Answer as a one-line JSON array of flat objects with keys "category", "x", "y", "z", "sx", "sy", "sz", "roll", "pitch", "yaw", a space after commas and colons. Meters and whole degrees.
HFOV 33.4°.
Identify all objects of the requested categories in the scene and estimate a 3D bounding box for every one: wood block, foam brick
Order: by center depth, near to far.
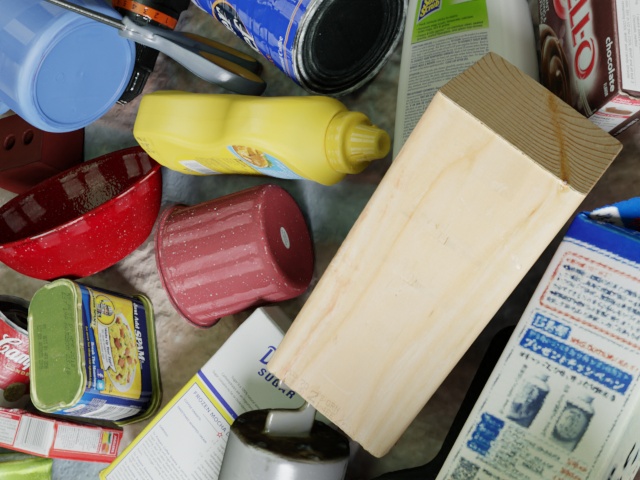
[{"category": "wood block", "x": 0.065, "y": 0.011, "z": 0.598, "sx": 0.090, "sy": 0.090, "sz": 0.206, "roll": 38, "pitch": 124, "yaw": 9}, {"category": "foam brick", "x": -0.249, "y": -0.077, "z": 0.919, "sx": 0.078, "sy": 0.051, "sz": 0.053, "roll": -11, "pitch": 70, "yaw": 30}]

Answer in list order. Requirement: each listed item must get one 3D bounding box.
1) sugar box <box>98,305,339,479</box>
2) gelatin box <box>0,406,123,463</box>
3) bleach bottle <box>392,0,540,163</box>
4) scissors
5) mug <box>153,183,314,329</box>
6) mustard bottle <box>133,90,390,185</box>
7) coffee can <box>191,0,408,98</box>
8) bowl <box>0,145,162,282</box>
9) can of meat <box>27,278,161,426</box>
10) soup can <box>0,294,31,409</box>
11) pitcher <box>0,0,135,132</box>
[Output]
[{"category": "sugar box", "x": -0.063, "y": 0.137, "z": 0.734, "sx": 0.176, "sy": 0.048, "sz": 0.093, "roll": -45, "pitch": 74, "yaw": 12}, {"category": "gelatin box", "x": -0.209, "y": 0.148, "z": 0.817, "sx": 0.089, "sy": 0.073, "sz": 0.030, "roll": 4, "pitch": 78, "yaw": 34}, {"category": "bleach bottle", "x": 0.102, "y": -0.120, "z": 0.698, "sx": 0.103, "sy": 0.068, "sz": 0.251, "roll": -4, "pitch": 72, "yaw": 32}, {"category": "scissors", "x": -0.119, "y": -0.141, "z": 0.763, "sx": 0.096, "sy": 0.201, "sz": 0.016, "roll": 44, "pitch": 116, "yaw": 43}, {"category": "mug", "x": -0.055, "y": 0.001, "z": 0.759, "sx": 0.082, "sy": 0.093, "sz": 0.117, "roll": -16, "pitch": 32, "yaw": 24}, {"category": "mustard bottle", "x": -0.034, "y": -0.071, "z": 0.743, "sx": 0.192, "sy": 0.096, "sz": 0.058, "roll": 8, "pitch": 80, "yaw": 39}, {"category": "coffee can", "x": -0.021, "y": -0.181, "z": 0.769, "sx": 0.140, "sy": 0.102, "sz": 0.103, "roll": 42, "pitch": 101, "yaw": 34}, {"category": "bowl", "x": -0.184, "y": -0.014, "z": 0.827, "sx": 0.162, "sy": 0.162, "sz": 0.055, "roll": -10, "pitch": 115, "yaw": 31}, {"category": "can of meat", "x": -0.171, "y": 0.084, "z": 0.804, "sx": 0.058, "sy": 0.083, "sz": 0.102, "roll": -20, "pitch": 67, "yaw": 27}, {"category": "soup can", "x": -0.259, "y": 0.104, "z": 0.865, "sx": 0.069, "sy": 0.068, "sz": 0.102, "roll": 39, "pitch": 99, "yaw": 34}, {"category": "pitcher", "x": -0.264, "y": -0.180, "z": 0.864, "sx": 0.145, "sy": 0.149, "sz": 0.243, "roll": -44, "pitch": 61, "yaw": -13}]
